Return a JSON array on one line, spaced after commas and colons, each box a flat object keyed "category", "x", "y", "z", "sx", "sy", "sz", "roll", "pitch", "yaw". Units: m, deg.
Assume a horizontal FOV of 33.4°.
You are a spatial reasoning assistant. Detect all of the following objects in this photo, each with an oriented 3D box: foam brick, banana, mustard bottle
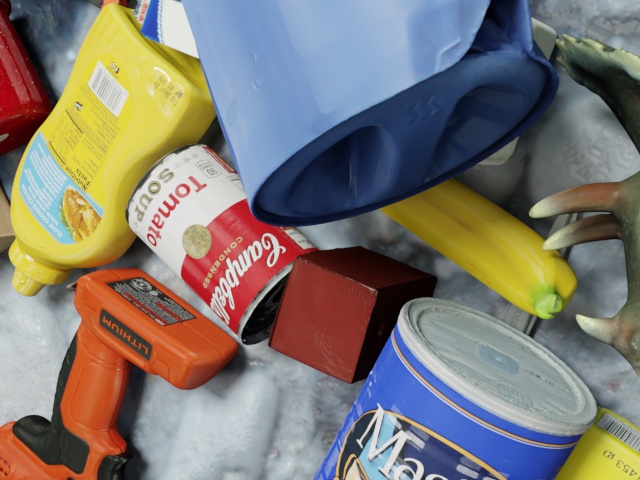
[{"category": "foam brick", "x": 0.019, "y": 0.037, "z": 0.569, "sx": 0.051, "sy": 0.078, "sz": 0.053, "roll": 23, "pitch": 105, "yaw": 26}, {"category": "banana", "x": 0.063, "y": -0.015, "z": 0.544, "sx": 0.198, "sy": 0.069, "sz": 0.037, "roll": 38, "pitch": 91, "yaw": 38}, {"category": "mustard bottle", "x": -0.140, "y": -0.041, "z": 0.655, "sx": 0.096, "sy": 0.058, "sz": 0.192, "roll": 46, "pitch": 114, "yaw": 26}]

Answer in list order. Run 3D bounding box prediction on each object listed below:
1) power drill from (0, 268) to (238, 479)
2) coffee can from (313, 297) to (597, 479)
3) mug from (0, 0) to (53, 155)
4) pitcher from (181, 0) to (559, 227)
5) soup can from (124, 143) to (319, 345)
[{"category": "power drill", "x": -0.122, "y": 0.126, "z": 0.663, "sx": 0.185, "sy": 0.057, "sz": 0.188, "roll": 34, "pitch": 109, "yaw": 21}, {"category": "coffee can", "x": 0.055, "y": 0.114, "z": 0.523, "sx": 0.103, "sy": 0.102, "sz": 0.140, "roll": 34, "pitch": 110, "yaw": 21}, {"category": "mug", "x": -0.231, "y": -0.095, "z": 0.671, "sx": 0.093, "sy": 0.117, "sz": 0.081, "roll": -31, "pitch": 85, "yaw": 50}, {"category": "pitcher", "x": -0.013, "y": -0.132, "z": 0.466, "sx": 0.149, "sy": 0.145, "sz": 0.243, "roll": -25, "pitch": 74, "yaw": 10}, {"category": "soup can", "x": -0.054, "y": 0.001, "z": 0.609, "sx": 0.102, "sy": 0.068, "sz": 0.069, "roll": 43, "pitch": 112, "yaw": 19}]
